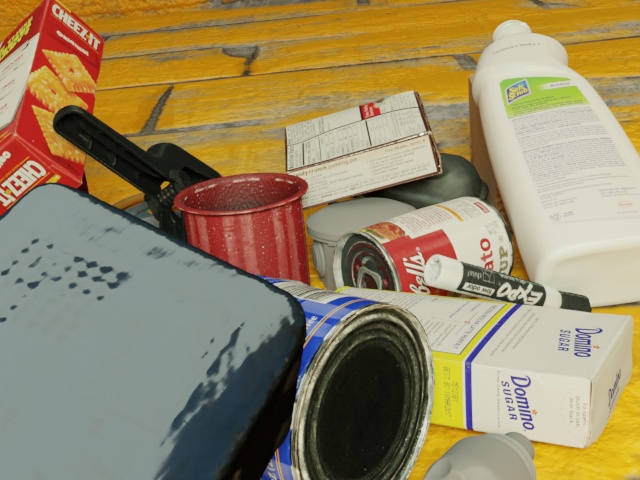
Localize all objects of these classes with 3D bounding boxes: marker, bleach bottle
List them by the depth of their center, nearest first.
[{"bbox_3d":[0.116,0.031,0.640,0.121,0.020,0.020,15,8,-28],"label":"marker"},{"bbox_3d":[0.169,-0.070,0.747,0.102,0.068,0.251,-7,48,0],"label":"bleach bottle"}]

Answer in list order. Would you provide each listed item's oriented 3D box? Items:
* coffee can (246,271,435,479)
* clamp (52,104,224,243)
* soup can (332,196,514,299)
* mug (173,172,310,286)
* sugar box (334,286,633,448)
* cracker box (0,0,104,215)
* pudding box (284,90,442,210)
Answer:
[{"bbox_3d":[-0.031,0.068,0.520,0.141,0.103,0.102,10,25,39],"label":"coffee can"},{"bbox_3d":[-0.125,-0.043,0.843,0.036,0.164,0.209,-32,4,16],"label":"clamp"},{"bbox_3d":[0.068,0.014,0.701,0.102,0.068,0.069,-17,22,-32],"label":"soup can"},{"bbox_3d":[-0.055,0.001,0.754,0.093,0.081,0.117,-13,20,-19],"label":"mug"},{"bbox_3d":[0.073,0.065,0.586,0.176,0.048,0.093,8,20,27],"label":"sugar box"},{"bbox_3d":[-0.258,-0.081,0.868,0.164,0.072,0.213,-36,34,23],"label":"cracker box"},{"bbox_3d":[0.029,-0.069,0.806,0.113,0.039,0.090,-17,28,7],"label":"pudding box"}]
